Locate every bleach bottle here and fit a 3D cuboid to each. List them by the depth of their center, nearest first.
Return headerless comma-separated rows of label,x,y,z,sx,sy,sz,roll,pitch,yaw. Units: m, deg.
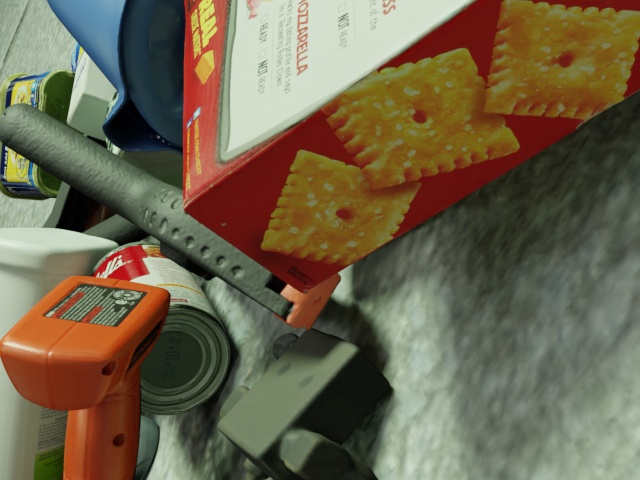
bleach bottle,-0.190,0.120,0.683,0.102,0.068,0.251,-4,-75,-68

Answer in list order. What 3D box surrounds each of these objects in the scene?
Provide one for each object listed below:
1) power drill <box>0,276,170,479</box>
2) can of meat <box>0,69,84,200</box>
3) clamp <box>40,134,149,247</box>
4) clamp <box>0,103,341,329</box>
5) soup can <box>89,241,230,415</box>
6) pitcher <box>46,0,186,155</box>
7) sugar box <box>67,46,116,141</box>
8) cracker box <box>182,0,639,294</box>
power drill,-0.116,0.123,0.501,0.184,0.057,0.188,-71,-12,-71
can of meat,-0.211,-0.082,0.834,0.084,0.057,0.102,5,91,54
clamp,-0.186,0.002,0.766,0.171,0.039,0.120,-44,43,9
clamp,-0.053,0.001,0.526,0.210,0.164,0.036,27,85,45
soup can,-0.096,0.049,0.621,0.068,0.068,0.102,-65,26,11
pitcher,-0.079,-0.149,0.627,0.243,0.149,0.145,41,128,55
sugar box,-0.134,-0.145,0.813,0.048,0.093,0.176,-48,32,45
cracker box,0.049,-0.103,0.366,0.214,0.072,0.164,-32,42,25
